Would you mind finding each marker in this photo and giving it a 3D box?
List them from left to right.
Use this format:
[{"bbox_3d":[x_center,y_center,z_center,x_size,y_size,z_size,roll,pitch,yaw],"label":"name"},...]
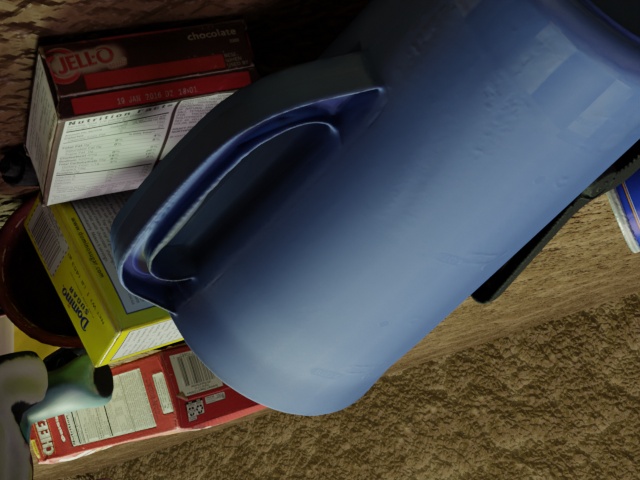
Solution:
[{"bbox_3d":[-0.124,-0.034,0.578,0.020,0.020,0.120,-23,166,29],"label":"marker"}]

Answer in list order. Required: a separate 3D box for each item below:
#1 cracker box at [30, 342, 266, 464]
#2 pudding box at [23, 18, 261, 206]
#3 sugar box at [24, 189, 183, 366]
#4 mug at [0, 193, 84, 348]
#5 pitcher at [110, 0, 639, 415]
[{"bbox_3d":[-0.136,0.136,0.948,0.214,0.072,0.163,-21,173,41],"label":"cracker box"},{"bbox_3d":[-0.084,-0.056,0.487,0.089,0.039,0.114,-11,166,-22],"label":"pudding box"},{"bbox_3d":[-0.060,-0.001,0.583,0.175,0.093,0.048,-13,155,-41],"label":"sugar box"},{"bbox_3d":[-0.153,0.024,0.639,0.117,0.093,0.081,-22,174,-7],"label":"mug"},{"bbox_3d":[0.031,-0.035,0.452,0.243,0.145,0.149,-46,-174,40],"label":"pitcher"}]
